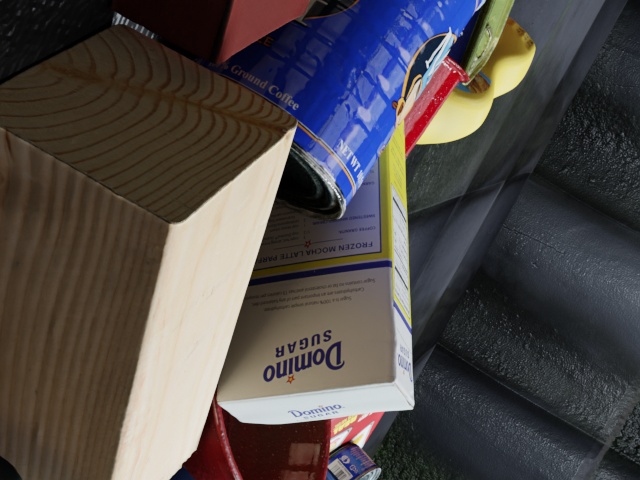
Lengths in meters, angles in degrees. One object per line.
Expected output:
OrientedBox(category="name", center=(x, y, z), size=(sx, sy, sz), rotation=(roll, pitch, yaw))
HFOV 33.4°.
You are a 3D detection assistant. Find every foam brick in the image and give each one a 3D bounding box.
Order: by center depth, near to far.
OrientedBox(category="foam brick", center=(-0.038, -0.115, 0.431), size=(0.078, 0.051, 0.053), rotation=(-44, 159, -52))

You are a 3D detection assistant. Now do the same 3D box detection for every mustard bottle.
OrientedBox(category="mustard bottle", center=(0.087, -0.121, 0.802), size=(0.191, 0.096, 0.058), rotation=(-46, 162, -47))

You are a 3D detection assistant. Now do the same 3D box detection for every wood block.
OrientedBox(category="wood block", center=(-0.091, 0.028, 0.455), size=(0.090, 0.091, 0.206), rotation=(-46, 161, -48))

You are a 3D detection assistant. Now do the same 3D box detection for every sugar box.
OrientedBox(category="sugar box", center=(-0.001, 0.005, 0.562), size=(0.048, 0.093, 0.176), rotation=(53, 33, -58))

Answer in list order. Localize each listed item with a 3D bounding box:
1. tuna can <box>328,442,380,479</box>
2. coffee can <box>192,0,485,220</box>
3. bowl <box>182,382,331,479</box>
OrientedBox(category="tuna can", center=(0.012, 0.223, 0.964), size=(0.086, 0.034, 0.086), rotation=(-37, 159, -17))
OrientedBox(category="coffee can", center=(0.005, -0.096, 0.524), size=(0.140, 0.103, 0.103), rotation=(-56, 167, -14))
OrientedBox(category="bowl", center=(-0.048, 0.086, 0.613), size=(0.162, 0.055, 0.162), rotation=(-11, 90, -70))
